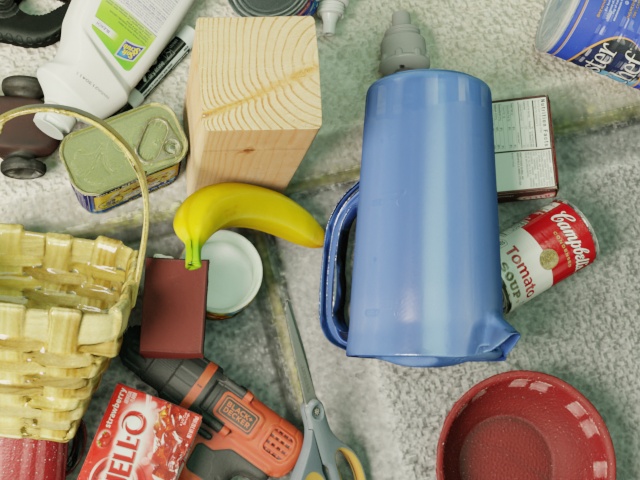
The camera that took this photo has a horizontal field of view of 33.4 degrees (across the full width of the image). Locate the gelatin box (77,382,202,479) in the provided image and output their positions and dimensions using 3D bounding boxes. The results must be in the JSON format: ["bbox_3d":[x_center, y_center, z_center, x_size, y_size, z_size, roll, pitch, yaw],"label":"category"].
[{"bbox_3d":[-0.143,0.167,0.840,0.073,0.030,0.089,22,73,-1],"label":"gelatin box"}]

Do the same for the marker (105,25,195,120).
[{"bbox_3d":[-0.154,-0.147,0.968,0.020,0.020,0.121,39,75,0],"label":"marker"}]

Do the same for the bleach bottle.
[{"bbox_3d":[-0.178,-0.201,0.934,0.102,0.068,0.250,37,69,-21],"label":"bleach bottle"}]

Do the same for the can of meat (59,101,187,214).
[{"bbox_3d":[-0.168,-0.068,0.916,0.102,0.084,0.057,-24,83,-13],"label":"can of meat"}]

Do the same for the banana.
[{"bbox_3d":[-0.063,-0.016,0.894,0.197,0.037,0.069,-10,83,-56],"label":"banana"}]

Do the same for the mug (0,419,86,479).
[{"bbox_3d":[-0.235,0.173,0.852,0.093,0.117,0.081,14,103,33],"label":"mug"}]

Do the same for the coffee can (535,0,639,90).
[{"bbox_3d":[0.290,-0.203,1.011,0.140,0.103,0.103,21,76,-5],"label":"coffee can"}]

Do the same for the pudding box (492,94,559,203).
[{"bbox_3d":[0.158,-0.081,0.979,0.113,0.039,0.090,-5,77,10],"label":"pudding box"}]

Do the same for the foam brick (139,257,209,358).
[{"bbox_3d":[-0.117,0.055,0.860,0.051,0.053,0.078,4,80,-6],"label":"foam brick"}]

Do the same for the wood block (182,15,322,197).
[{"bbox_3d":[-0.062,-0.101,0.877,0.090,0.206,0.090,-2,79,-11],"label":"wood block"}]

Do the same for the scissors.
[{"bbox_3d":[-0.015,0.158,0.879,0.096,0.016,0.201,-41,115,-39],"label":"scissors"}]

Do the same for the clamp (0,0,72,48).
[{"bbox_3d":[-0.290,-0.215,0.950,0.171,0.039,0.120,-17,86,-19],"label":"clamp"}]

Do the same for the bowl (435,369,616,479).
[{"bbox_3d":[0.172,0.196,0.932,0.162,0.055,0.162,2,78,-9],"label":"bowl"}]

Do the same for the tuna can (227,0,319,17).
[{"bbox_3d":[-0.043,-0.233,0.983,0.086,0.033,0.086,-3,79,13],"label":"tuna can"}]

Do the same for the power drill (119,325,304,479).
[{"bbox_3d":[-0.130,0.186,0.882,0.184,0.057,0.187,35,75,-1],"label":"power drill"}]

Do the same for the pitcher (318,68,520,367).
[{"bbox_3d":[0.081,-0.014,0.907,0.149,0.145,0.243,2,82,-7],"label":"pitcher"}]

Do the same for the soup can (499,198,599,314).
[{"bbox_3d":[0.190,0.015,0.967,0.102,0.068,0.068,-29,84,-13],"label":"soup can"}]
